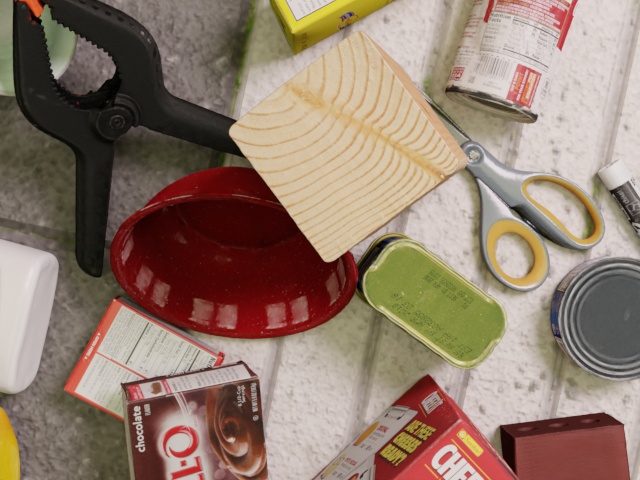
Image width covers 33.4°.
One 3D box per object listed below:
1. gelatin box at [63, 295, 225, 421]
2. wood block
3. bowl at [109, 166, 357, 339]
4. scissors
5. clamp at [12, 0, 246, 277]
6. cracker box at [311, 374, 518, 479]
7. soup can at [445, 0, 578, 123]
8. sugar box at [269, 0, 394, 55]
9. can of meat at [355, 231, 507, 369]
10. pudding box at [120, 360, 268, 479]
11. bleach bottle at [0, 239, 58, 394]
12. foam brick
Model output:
[{"bbox_3d":[-0.122,0.091,0.748,0.089,0.030,0.073,29,91,-3],"label":"gelatin box"},{"bbox_3d":[0.028,-0.056,0.650,0.090,0.206,0.091,-36,88,10],"label":"wood block"},{"bbox_3d":[-0.055,0.001,0.706,0.162,0.162,0.055,5,54,0],"label":"bowl"},{"bbox_3d":[0.103,-0.039,0.752,0.202,0.016,0.096,30,91,0],"label":"scissors"},{"bbox_3d":[-0.124,-0.086,0.697,0.164,0.036,0.210,-27,127,-4],"label":"clamp"},{"bbox_3d":[0.023,0.193,0.683,0.214,0.164,0.072,-43,93,1],"label":"cracker box"},{"bbox_3d":[0.132,-0.138,0.724,0.068,0.068,0.102,19,92,-1],"label":"soup can"},{"bbox_3d":[0.050,-0.187,0.710,0.176,0.093,0.048,-26,92,1],"label":"sugar box"},{"bbox_3d":[0.073,0.040,0.720,0.102,0.084,0.057,36,91,-1],"label":"can of meat"},{"bbox_3d":[-0.084,0.144,0.721,0.090,0.039,0.113,-9,106,-18],"label":"pudding box"},{"bbox_3d":[-0.315,0.029,0.732,0.251,0.068,0.102,12,90,2],"label":"bleach bottle"},{"bbox_3d":[0.168,0.152,0.738,0.078,0.053,0.051,-7,91,-1],"label":"foam brick"}]
